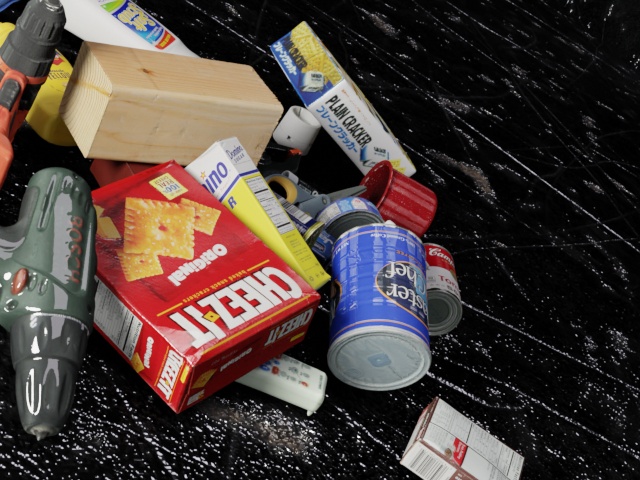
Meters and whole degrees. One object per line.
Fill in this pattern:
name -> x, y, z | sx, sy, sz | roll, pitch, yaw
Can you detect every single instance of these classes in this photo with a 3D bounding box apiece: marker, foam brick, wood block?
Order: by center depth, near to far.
wood block -> -0.157, -0.140, 1.135 | 0.205, 0.090, 0.091 | 2, 38, -38
foam brick -> -0.202, -0.070, 1.138 | 0.051, 0.053, 0.078 | 6, 37, -42
marker -> -0.004, -0.052, 1.329 | 0.121, 0.020, 0.020 | 32, 22, -38

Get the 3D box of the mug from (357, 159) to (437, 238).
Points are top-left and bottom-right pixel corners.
mug -> 0.092, -0.045, 1.396 | 0.081, 0.093, 0.117 | 28, -10, -21

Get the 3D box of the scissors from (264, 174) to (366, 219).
scissors -> -0.012, -0.060, 1.294 | 0.096, 0.016, 0.201 | 60, 40, -12

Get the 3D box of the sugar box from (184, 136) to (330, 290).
sugar box -> -0.076, -0.006, 1.067 | 0.176, 0.093, 0.048 | 54, 29, 4

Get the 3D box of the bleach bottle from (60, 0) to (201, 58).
bleach bottle -> -0.234, -0.260, 1.387 | 0.251, 0.068, 0.102 | 34, 29, 13

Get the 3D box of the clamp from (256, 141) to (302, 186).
clamp -> -0.091, -0.099, 1.328 | 0.120, 0.039, 0.171 | 43, 28, 13

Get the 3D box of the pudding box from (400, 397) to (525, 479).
pudding box -> 0.142, 0.216, 1.047 | 0.113, 0.039, 0.090 | 36, 26, 3

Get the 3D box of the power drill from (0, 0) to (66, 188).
power drill -> -0.297, -0.120, 0.993 | 0.057, 0.185, 0.187 | 25, 37, -16

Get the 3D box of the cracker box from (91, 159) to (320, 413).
cracker box -> -0.132, 0.032, 0.971 | 0.214, 0.072, 0.163 | 41, 43, 22

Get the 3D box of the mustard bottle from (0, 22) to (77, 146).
mustard bottle -> -0.319, -0.185, 1.198 | 0.192, 0.058, 0.096 | 45, 34, 24

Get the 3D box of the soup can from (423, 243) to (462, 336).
soup can -> 0.130, 0.058, 1.268 | 0.068, 0.069, 0.102 | 26, 28, -14

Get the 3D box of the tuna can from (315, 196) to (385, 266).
tuna can -> 0.034, -0.009, 1.256 | 0.086, 0.086, 0.034 | 17, 29, -29

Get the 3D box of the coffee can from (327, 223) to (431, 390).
coffee can -> 0.060, 0.068, 1.095 | 0.102, 0.103, 0.140 | 22, 45, -21
